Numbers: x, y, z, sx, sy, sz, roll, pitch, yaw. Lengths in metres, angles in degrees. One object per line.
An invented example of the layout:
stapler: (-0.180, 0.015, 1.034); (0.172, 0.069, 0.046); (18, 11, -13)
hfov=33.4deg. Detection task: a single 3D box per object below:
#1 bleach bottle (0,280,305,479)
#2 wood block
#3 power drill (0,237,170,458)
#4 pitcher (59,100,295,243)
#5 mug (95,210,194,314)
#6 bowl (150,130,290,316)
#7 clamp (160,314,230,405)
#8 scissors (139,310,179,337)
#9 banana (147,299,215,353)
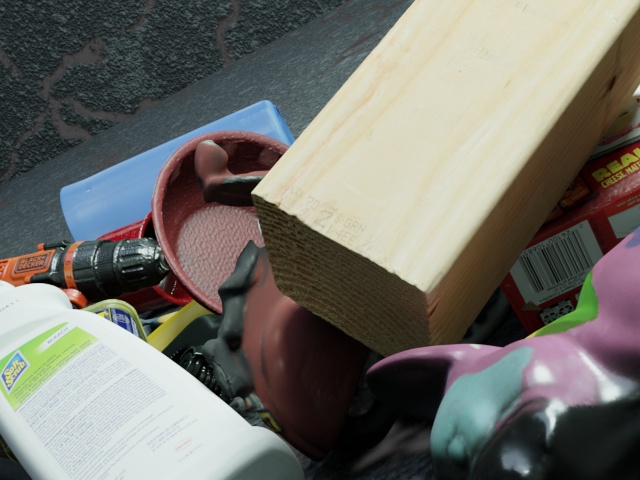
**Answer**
bleach bottle: (-0.121, 0.084, 0.576); (0.102, 0.068, 0.251); (-38, 44, -17)
wood block: (0.070, -0.052, 0.494); (0.090, 0.091, 0.206); (30, 67, 22)
power drill: (-0.213, 0.081, 0.837); (0.185, 0.057, 0.187); (-11, 46, 26)
pitcher: (-0.132, -0.039, 1.101); (0.243, 0.149, 0.145); (-26, 1, 4)
mug: (-0.167, 0.025, 0.971); (0.082, 0.093, 0.117); (-18, -1, 33)
bowl: (-0.055, 0.001, 0.784); (0.161, 0.162, 0.055); (-44, -1, -40)
clamp: (-0.072, 0.094, 0.661); (0.210, 0.036, 0.164); (-27, 37, 54)
scissors: (-0.146, 0.073, 0.944); (0.096, 0.016, 0.202); (-15, 4, -3)
banana: (-0.098, 0.074, 0.817); (0.197, 0.037, 0.070); (-36, 17, -18)
